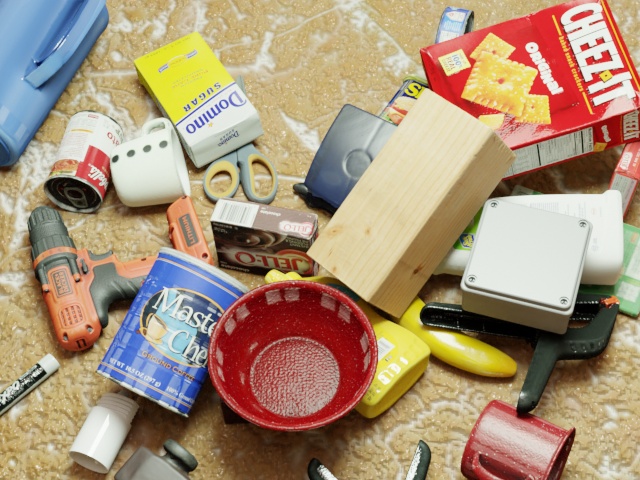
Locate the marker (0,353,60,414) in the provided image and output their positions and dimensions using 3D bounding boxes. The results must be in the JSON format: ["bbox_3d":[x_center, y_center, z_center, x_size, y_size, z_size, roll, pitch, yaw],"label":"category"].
[{"bbox_3d":[-0.320,0.162,1.095,0.020,0.020,0.121,38,65,24],"label":"marker"}]

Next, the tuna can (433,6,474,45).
[{"bbox_3d":[0.163,-0.243,1.314,0.034,0.086,0.086,13,57,13],"label":"tuna can"}]

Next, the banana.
[{"bbox_3d":[0.118,0.082,1.121,0.069,0.037,0.198,-33,60,-18],"label":"banana"}]

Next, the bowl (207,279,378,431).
[{"bbox_3d":[-0.026,0.119,1.025,0.162,0.055,0.162,-1,56,1],"label":"bowl"}]

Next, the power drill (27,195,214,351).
[{"bbox_3d":[-0.220,0.016,1.170,0.187,0.057,0.184,-20,61,-8],"label":"power drill"}]

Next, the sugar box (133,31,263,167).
[{"bbox_3d":[-0.149,-0.174,1.292,0.093,0.048,0.176,-29,52,-11],"label":"sugar box"}]

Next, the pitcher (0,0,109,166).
[{"bbox_3d":[-0.356,-0.214,1.285,0.145,0.149,0.242,20,61,2],"label":"pitcher"}]

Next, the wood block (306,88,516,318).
[{"bbox_3d":[0.094,-0.036,1.082,0.090,0.090,0.206,38,94,31],"label":"wood block"}]

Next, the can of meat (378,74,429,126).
[{"bbox_3d":[0.121,-0.137,1.261,0.102,0.057,0.083,27,63,19],"label":"can of meat"}]

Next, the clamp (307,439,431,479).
[{"bbox_3d":[0.068,0.266,0.996,0.120,0.039,0.171,-19,63,-5],"label":"clamp"}]

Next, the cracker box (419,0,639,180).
[{"bbox_3d":[0.233,-0.165,1.174,0.214,0.072,0.164,-17,61,8],"label":"cracker box"}]

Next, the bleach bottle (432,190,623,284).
[{"bbox_3d":[0.192,-0.007,1.148,0.251,0.068,0.102,3,58,8],"label":"bleach bottle"}]

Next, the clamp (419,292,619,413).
[{"bbox_3d":[0.226,0.099,1.069,0.209,0.036,0.165,-9,37,-24],"label":"clamp"}]

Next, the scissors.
[{"bbox_3d":[-0.110,-0.117,1.280,0.096,0.016,0.202,-17,56,-9],"label":"scissors"}]

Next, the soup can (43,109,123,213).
[{"bbox_3d":[-0.273,-0.092,1.238,0.068,0.068,0.102,6,55,7],"label":"soup can"}]

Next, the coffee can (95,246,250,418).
[{"bbox_3d":[-0.145,0.091,1.062,0.103,0.102,0.140,23,78,17],"label":"coffee can"}]

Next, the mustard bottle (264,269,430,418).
[{"bbox_3d":[0.014,0.092,1.106,0.192,0.058,0.096,38,63,24],"label":"mustard bottle"}]

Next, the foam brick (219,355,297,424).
[{"bbox_3d":[-0.060,0.150,1.072,0.078,0.053,0.051,-1,55,1],"label":"foam brick"}]

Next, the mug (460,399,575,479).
[{"bbox_3d":[0.179,0.204,0.996,0.082,0.093,0.117,23,24,22],"label":"mug"}]

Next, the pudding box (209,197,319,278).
[{"bbox_3d":[-0.058,0.001,1.152,0.113,0.090,0.039,12,55,11],"label":"pudding box"}]
